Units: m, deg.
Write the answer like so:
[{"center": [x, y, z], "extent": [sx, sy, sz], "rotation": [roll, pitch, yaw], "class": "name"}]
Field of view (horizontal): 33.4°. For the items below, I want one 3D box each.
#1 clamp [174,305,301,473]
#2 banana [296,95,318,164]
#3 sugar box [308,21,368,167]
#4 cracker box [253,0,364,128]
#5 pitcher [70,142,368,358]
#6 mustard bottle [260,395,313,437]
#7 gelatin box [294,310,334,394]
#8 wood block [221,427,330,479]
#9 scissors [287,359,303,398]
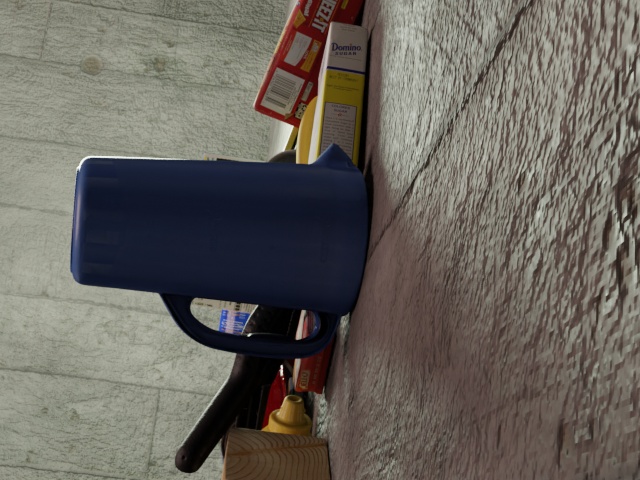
[{"center": [-0.065, 0.123, 0.993], "extent": [0.210, 0.036, 0.164], "rotation": [-69, -17, 5], "class": "clamp"}, {"center": [0.003, -0.085, 1.115], "extent": [0.037, 0.069, 0.197], "rotation": [-21, 50, 39], "class": "banana"}, {"center": [0.017, -0.118, 1.044], "extent": [0.093, 0.048, 0.176], "rotation": [105, 175, -57], "class": "sugar box"}, {"center": [-0.017, -0.218, 1.259], "extent": [0.214, 0.072, 0.164], "rotation": [-113, 46, -81], "class": "cracker box"}, {"center": [-0.087, 0.002, 0.908], "extent": [0.149, 0.242, 0.145], "rotation": [-97, 16, -44], "class": "pitcher"}, {"center": [-0.041, 0.240, 1.037], "extent": [0.096, 0.058, 0.192], "rotation": [-56, -23, -72], "class": "mustard bottle"}, {"center": [-0.007, 0.094, 1.047], "extent": [0.089, 0.030, 0.073], "rotation": [-89, 9, -56], "class": "gelatin box"}, {"center": [-0.053, 0.282, 0.948], "extent": [0.090, 0.090, 0.206], "rotation": [-97, 15, -71], "class": "wood block"}, {"center": [-0.024, 0.179, 1.181], "extent": [0.202, 0.016, 0.096], "rotation": [-112, 29, -79], "class": "scissors"}]
